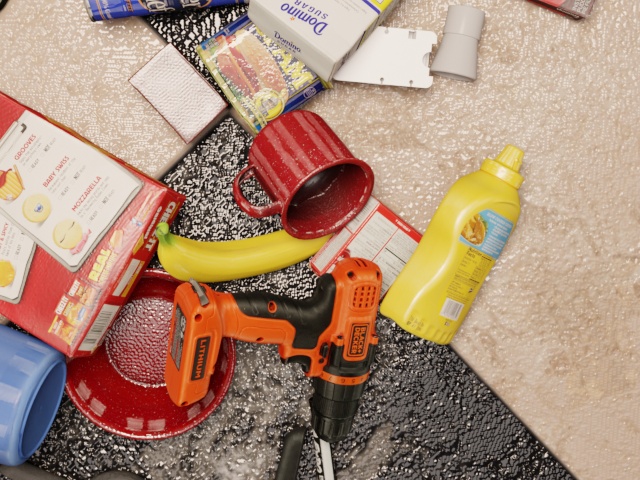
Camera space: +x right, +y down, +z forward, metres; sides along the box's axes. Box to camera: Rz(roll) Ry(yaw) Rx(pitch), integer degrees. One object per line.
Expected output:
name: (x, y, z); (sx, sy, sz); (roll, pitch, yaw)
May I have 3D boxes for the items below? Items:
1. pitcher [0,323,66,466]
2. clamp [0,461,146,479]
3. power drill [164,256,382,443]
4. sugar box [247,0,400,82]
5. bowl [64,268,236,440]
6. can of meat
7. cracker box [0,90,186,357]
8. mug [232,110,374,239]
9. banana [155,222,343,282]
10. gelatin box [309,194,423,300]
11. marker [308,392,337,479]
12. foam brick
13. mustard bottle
pitcher: (-0.352, 0.114, 0.929); (0.243, 0.149, 0.145); (18, 89, 4)
clamp: (-0.224, 0.272, 1.021); (0.171, 0.039, 0.120); (5, 100, -4)
power drill: (-0.041, 0.103, 0.949); (0.187, 0.057, 0.184); (0, 111, -24)
sugar box: (0.026, -0.229, 0.918); (0.093, 0.048, 0.176); (39, 73, 4)
bowl: (-0.159, 0.100, 0.990); (0.162, 0.055, 0.162); (0, 99, -3)
can of meat: (-0.051, -0.157, 0.958); (0.084, 0.057, 0.102); (-34, 99, 4)
cracker box: (-0.250, -0.021, 0.927); (0.214, 0.072, 0.164); (29, 90, 11)
mug: (-0.022, -0.057, 0.944); (0.117, 0.081, 0.093); (-25, 145, -16)
banana: (-0.069, 0.010, 0.962); (0.197, 0.070, 0.037); (-4, 65, -37)
gelatin box: (0.044, 0.011, 0.990); (0.073, 0.030, 0.089); (36, 96, -34)
marker: (0.004, 0.206, 1.035); (0.020, 0.020, 0.121); (-7, 99, -3)
foam brick: (-0.126, -0.133, 0.959); (0.053, 0.051, 0.078); (-42, 99, 2)
mustard bottle: (0.132, -0.001, 0.978); (0.096, 0.058, 0.192); (23, 98, -50)
